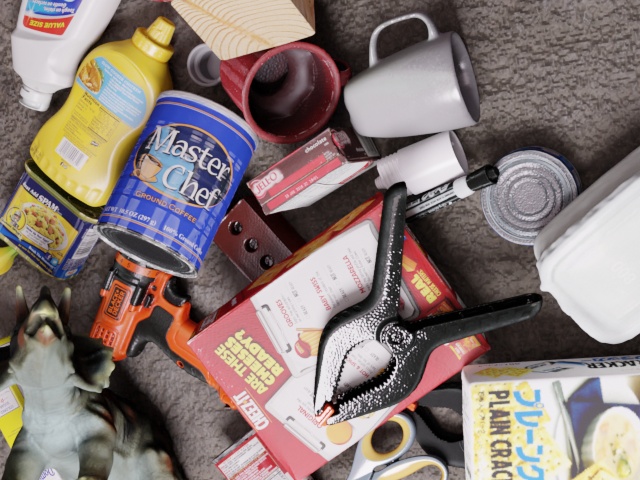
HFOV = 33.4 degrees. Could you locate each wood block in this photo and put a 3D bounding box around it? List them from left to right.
[{"bbox_3d":[-0.064,-0.270,0.902,0.090,0.090,0.206,-12,62,20],"label":"wood block"}]

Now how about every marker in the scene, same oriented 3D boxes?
[{"bbox_3d":[0.109,-0.039,0.943,0.121,0.020,0.020,-26,89,41],"label":"marker"}]

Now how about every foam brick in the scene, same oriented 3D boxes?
[{"bbox_3d":[-0.057,0.001,1.011,0.078,0.051,0.053,47,109,7],"label":"foam brick"}]

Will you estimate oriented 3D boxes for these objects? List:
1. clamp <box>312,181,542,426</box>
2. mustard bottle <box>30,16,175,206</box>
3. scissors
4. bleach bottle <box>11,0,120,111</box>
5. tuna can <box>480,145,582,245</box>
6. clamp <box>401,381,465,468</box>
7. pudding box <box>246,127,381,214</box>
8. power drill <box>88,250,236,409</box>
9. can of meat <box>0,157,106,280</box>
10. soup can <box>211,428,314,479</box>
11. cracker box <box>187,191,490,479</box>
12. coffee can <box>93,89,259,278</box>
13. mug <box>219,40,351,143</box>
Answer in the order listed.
[{"bbox_3d":[0.073,0.077,0.895,0.164,0.036,0.210,32,100,-8],"label":"clamp"},{"bbox_3d":[-0.198,-0.134,1.036,0.096,0.058,0.192,40,109,11],"label":"mustard bottle"},{"bbox_3d":[0.016,0.219,0.984,0.202,0.016,0.096,-15,85,9],"label":"scissors"},{"bbox_3d":[-0.233,-0.241,1.031,0.103,0.068,0.251,28,108,14],"label":"bleach bottle"},{"bbox_3d":[0.184,-0.039,0.931,0.086,0.033,0.086,3,99,19],"label":"tuna can"},{"bbox_3d":[0.147,0.191,0.977,0.172,0.039,0.120,19,97,18],"label":"clamp"},{"bbox_3d":[-0.003,-0.063,0.949,0.090,0.113,0.039,-31,84,20],"label":"pudding box"},{"bbox_3d":[-0.124,0.064,1.043,0.188,0.057,0.184,28,106,15],"label":"power drill"},{"bbox_3d":[-0.270,-0.021,1.079,0.102,0.057,0.084,39,110,11],"label":"can of meat"},{"bbox_3d":[-0.048,0.233,1.034,0.069,0.068,0.102,-40,85,20],"label":"soup can"},{"bbox_3d":[0.016,0.085,0.954,0.214,0.072,0.164,-36,98,7],"label":"cracker box"},{"bbox_3d":[-0.130,-0.051,0.972,0.103,0.103,0.140,19,74,15],"label":"coffee can"},{"bbox_3d":[-0.029,-0.147,0.956,0.117,0.082,0.093,-15,122,-19],"label":"mug"}]
